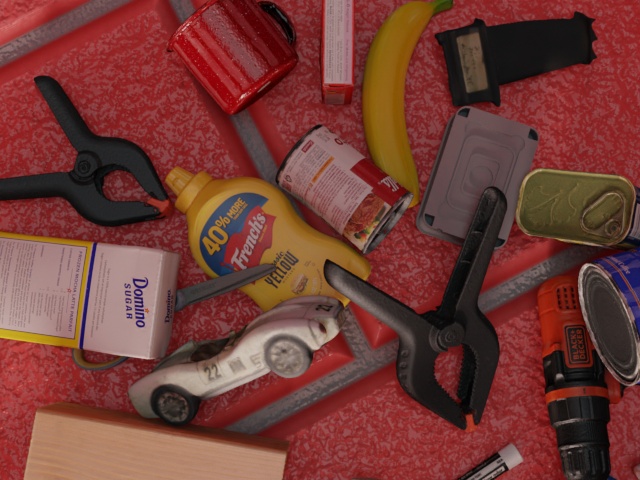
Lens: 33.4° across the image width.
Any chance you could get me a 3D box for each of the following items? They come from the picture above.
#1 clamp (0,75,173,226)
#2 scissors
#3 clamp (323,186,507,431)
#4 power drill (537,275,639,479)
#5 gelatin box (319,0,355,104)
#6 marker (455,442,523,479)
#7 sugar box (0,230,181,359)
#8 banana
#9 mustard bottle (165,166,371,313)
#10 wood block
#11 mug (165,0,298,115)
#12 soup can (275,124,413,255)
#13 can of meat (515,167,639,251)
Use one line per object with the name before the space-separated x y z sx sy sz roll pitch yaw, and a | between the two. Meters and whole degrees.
clamp | -0.214 -0.055 0.942 0.171 0.039 0.120 34 93 10
scissors | -0.141 0.039 0.922 0.202 0.016 0.096 -34 78 13
clamp | 0.090 0.072 0.887 0.164 0.036 0.210 -17 114 -16
power drill | 0.282 0.116 0.905 0.187 0.057 0.184 -2 71 -3
gelatin box | 0.014 -0.170 0.933 0.030 0.073 0.089 0 86 -1
marker | 0.122 0.218 0.932 0.121 0.020 0.020 -33 87 -2
sugar box | -0.211 0.045 0.911 0.176 0.048 0.093 7 87 14
banana | 0.070 -0.131 0.948 0.069 0.037 0.198 11 86 1
mustard bottle | -0.056 0.001 0.927 0.191 0.058 0.096 39 100 3
wood block | -0.135 0.200 0.898 0.206 0.090 0.091 9 86 1
mug | -0.066 -0.169 0.933 0.081 0.093 0.117 51 51 -2
soup can | 0.020 -0.044 0.921 0.102 0.068 0.068 39 87 10
can of meat | 0.230 -0.023 0.894 0.102 0.083 0.057 9 88 40
